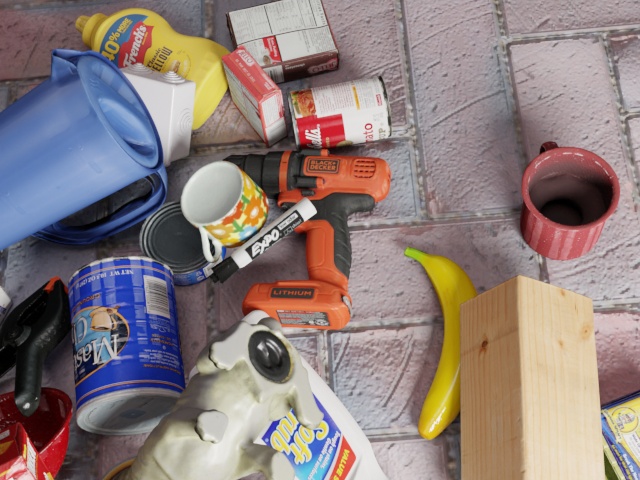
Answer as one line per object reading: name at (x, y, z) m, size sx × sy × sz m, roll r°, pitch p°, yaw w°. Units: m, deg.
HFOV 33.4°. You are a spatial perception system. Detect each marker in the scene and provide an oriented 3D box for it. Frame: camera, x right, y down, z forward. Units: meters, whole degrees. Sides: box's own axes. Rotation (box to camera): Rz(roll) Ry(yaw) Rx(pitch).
marker at (-0.057, 0.001, 1.031) m, size 0.121 × 0.020 × 0.020 m, roll -37°, pitch 66°, yaw -7°

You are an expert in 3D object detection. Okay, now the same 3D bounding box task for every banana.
banana at (0.122, 0.093, 1.023) m, size 0.070 × 0.037 × 0.198 m, roll -12°, pitch 60°, yaw 18°

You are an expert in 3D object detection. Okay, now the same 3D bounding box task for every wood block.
wood block at (0.183, 0.148, 0.939) m, size 0.090 × 0.091 × 0.206 m, roll 18°, pitch 60°, yaw -26°

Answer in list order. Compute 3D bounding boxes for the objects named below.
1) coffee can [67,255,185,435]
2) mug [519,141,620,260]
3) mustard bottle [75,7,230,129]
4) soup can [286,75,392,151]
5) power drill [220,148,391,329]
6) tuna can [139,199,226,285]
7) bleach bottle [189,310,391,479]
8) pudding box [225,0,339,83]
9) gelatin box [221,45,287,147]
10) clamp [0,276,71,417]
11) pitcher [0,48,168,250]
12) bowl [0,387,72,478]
coffee can at (-0.182, 0.099, 1.003) m, size 0.103 × 0.103 × 0.140 m, roll -10°, pitch 62°, yaw -1°
mug at (0.238, -0.042, 1.055) m, size 0.093 × 0.081 × 0.117 m, roll -14°, pitch 63°, yaw -3°
mustard bottle at (-0.195, -0.204, 1.185) m, size 0.192 × 0.058 × 0.096 m, roll 29°, pitch 88°, yaw 19°
soup can at (0.020, -0.133, 1.128) m, size 0.102 × 0.068 × 0.068 m, roll -10°, pitch 62°, yaw -2°
power drill at (-0.028, -0.008, 1.072) m, size 0.184 × 0.057 × 0.187 m, roll 2°, pitch 64°, yaw 12°
tuna can at (-0.139, 0.003, 1.089) m, size 0.086 × 0.034 × 0.086 m, roll -2°, pitch 63°, yaw 4°
bleach bottle at (-0.003, 0.182, 0.970) m, size 0.102 × 0.068 × 0.251 m, roll -44°, pitch 70°, yaw -11°
pudding box at (-0.043, -0.225, 1.198) m, size 0.113 × 0.039 × 0.090 m, roll -13°, pitch 62°, yaw -4°
gelatin box at (-0.068, -0.153, 1.133) m, size 0.030 × 0.089 × 0.073 m, roll -33°, pitch 65°, yaw -12°
clamp at (-0.296, 0.106, 1.029) m, size 0.120 × 0.039 × 0.171 m, roll -7°, pitch 37°, yaw 19°
pitcher at (-0.281, -0.065, 1.061) m, size 0.243 × 0.144 × 0.149 m, roll -29°, pitch 75°, yaw 15°
bowl at (-0.290, 0.200, 0.962) m, size 0.162 × 0.055 × 0.162 m, roll -17°, pitch 22°, yaw 7°
